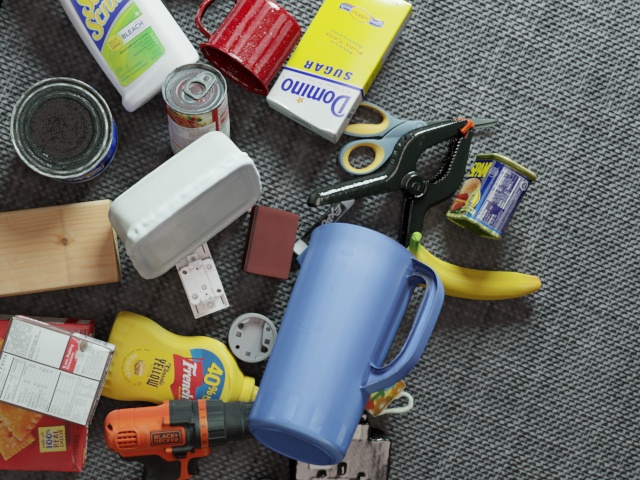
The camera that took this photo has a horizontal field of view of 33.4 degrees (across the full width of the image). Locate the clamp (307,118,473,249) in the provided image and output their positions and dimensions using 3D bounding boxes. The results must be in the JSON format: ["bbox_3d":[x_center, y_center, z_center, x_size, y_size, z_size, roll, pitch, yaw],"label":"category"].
[{"bbox_3d":[0.108,-0.054,1.240,0.210,0.036,0.164,-42,110,-6],"label":"clamp"}]

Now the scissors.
[{"bbox_3d":[0.105,-0.114,1.257,0.201,0.016,0.096,10,92,-9],"label":"scissors"}]

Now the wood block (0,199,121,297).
[{"bbox_3d":[-0.326,0.013,1.159,0.206,0.090,0.091,-7,92,-8],"label":"wood block"}]

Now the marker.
[{"bbox_3d":[0.013,-0.028,1.244,0.020,0.020,0.121,44,85,-7],"label":"marker"}]

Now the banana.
[{"bbox_3d":[0.165,0.042,1.241,0.197,0.070,0.037,17,61,-30],"label":"banana"}]

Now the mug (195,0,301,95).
[{"bbox_3d":[-0.084,-0.229,1.189,0.117,0.093,0.081,35,82,-11],"label":"mug"}]

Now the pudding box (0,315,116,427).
[{"bbox_3d":[-0.283,0.137,1.121,0.113,0.039,0.090,18,87,-5],"label":"pudding box"}]

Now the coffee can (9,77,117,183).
[{"bbox_3d":[-0.270,-0.114,1.138,0.102,0.140,0.103,0,91,-9],"label":"coffee can"}]

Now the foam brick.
[{"bbox_3d":[-0.058,0.001,1.218,0.051,0.053,0.078,10,91,-9],"label":"foam brick"}]

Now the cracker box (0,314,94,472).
[{"bbox_3d":[-0.360,0.163,1.167,0.213,0.072,0.164,4,90,-8],"label":"cracker box"}]

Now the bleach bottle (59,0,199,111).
[{"bbox_3d":[-0.244,-0.269,1.159,0.103,0.068,0.251,-35,100,15],"label":"bleach bottle"}]

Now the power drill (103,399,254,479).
[{"bbox_3d":[-0.141,0.263,1.184,0.184,0.057,0.188,-3,109,-6],"label":"power drill"}]

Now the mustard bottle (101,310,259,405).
[{"bbox_3d":[-0.151,0.152,1.205,0.191,0.058,0.096,19,97,-9],"label":"mustard bottle"}]

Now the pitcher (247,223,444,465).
[{"bbox_3d":[0.022,0.113,1.145,0.145,0.149,0.242,27,64,-11],"label":"pitcher"}]

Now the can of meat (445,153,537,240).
[{"bbox_3d":[0.194,-0.050,1.230,0.057,0.102,0.084,29,89,-9],"label":"can of meat"}]

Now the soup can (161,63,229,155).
[{"bbox_3d":[-0.134,-0.135,1.162,0.068,0.102,0.068,1,60,-2],"label":"soup can"}]

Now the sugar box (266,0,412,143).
[{"bbox_3d":[0.022,-0.210,1.219,0.093,0.048,0.176,29,84,8],"label":"sugar box"}]
